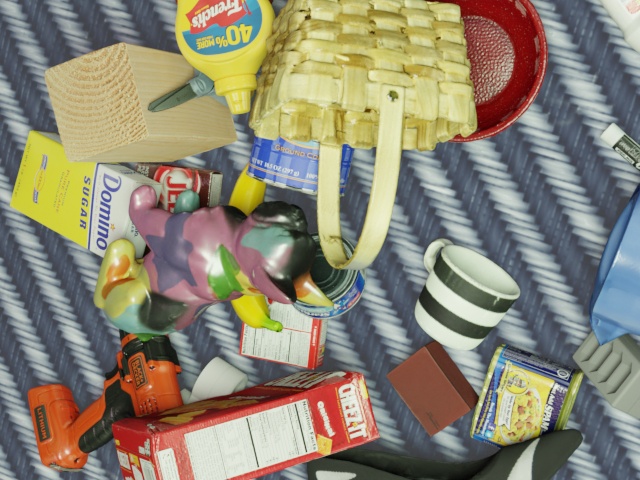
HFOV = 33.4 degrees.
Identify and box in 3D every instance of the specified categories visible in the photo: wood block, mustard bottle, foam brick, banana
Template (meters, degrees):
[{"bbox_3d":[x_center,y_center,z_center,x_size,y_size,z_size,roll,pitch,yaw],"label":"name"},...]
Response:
[{"bbox_3d":[-0.171,-0.131,1.056,0.090,0.205,0.091,-15,90,19],"label":"wood block"},{"bbox_3d":[-0.092,-0.216,1.013,0.096,0.058,0.191,-10,92,9],"label":"mustard bottle"},{"bbox_3d":[0.113,0.147,1.067,0.053,0.051,0.078,-38,82,18],"label":"foam brick"},{"bbox_3d":[-0.072,0.010,1.105,0.070,0.037,0.198,-20,66,28],"label":"banana"}]

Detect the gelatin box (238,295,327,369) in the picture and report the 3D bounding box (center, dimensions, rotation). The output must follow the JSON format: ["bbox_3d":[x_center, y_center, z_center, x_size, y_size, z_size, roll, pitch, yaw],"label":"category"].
[{"bbox_3d":[-0.038,0.091,1.123,0.089,0.030,0.073,9,98,20],"label":"gelatin box"}]

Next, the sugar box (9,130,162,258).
[{"bbox_3d":[-0.256,-0.048,1.152,0.176,0.048,0.093,25,103,34],"label":"sugar box"}]

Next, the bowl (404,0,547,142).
[{"bbox_3d":[0.140,-0.175,1.029,0.162,0.055,0.162,2,95,18],"label":"bowl"}]

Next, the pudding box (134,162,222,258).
[{"bbox_3d":[-0.157,-0.024,1.148,0.090,0.039,0.113,8,97,18],"label":"pudding box"}]

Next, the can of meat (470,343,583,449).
[{"bbox_3d":[0.199,0.160,1.037,0.084,0.057,0.102,19,101,17],"label":"can of meat"}]

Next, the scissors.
[{"bbox_3d":[-0.126,-0.166,1.042,0.016,0.201,0.096,-28,83,26],"label":"scissors"}]

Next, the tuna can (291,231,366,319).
[{"bbox_3d":[0.002,0.035,1.084,0.086,0.033,0.086,-6,63,13],"label":"tuna can"}]

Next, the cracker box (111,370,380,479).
[{"bbox_3d":[-0.076,0.181,1.023,0.213,0.164,0.072,-13,90,-23],"label":"cracker box"}]

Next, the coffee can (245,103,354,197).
[{"bbox_3d":[-0.010,-0.123,1.058,0.103,0.102,0.140,16,100,16],"label":"coffee can"}]

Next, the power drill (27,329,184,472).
[{"bbox_3d":[-0.236,0.154,1.164,0.188,0.057,0.184,-34,58,25],"label":"power drill"}]
